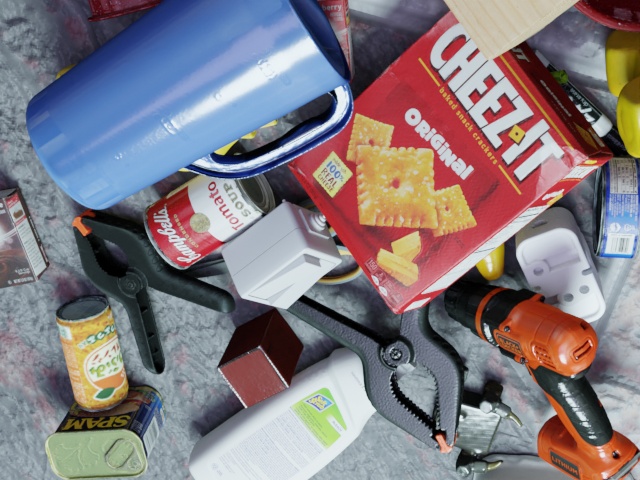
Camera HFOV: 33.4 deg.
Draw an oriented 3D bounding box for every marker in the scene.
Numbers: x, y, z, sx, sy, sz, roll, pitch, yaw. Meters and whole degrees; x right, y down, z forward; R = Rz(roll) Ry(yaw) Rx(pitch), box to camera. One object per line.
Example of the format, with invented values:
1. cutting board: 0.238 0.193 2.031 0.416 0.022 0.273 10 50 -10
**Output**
1. marker: 0.218 -0.114 0.901 0.121 0.020 0.020 41 114 -10

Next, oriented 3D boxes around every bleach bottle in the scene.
1. bleach bottle: -0.008 0.182 1.055 0.251 0.068 0.102 -35 105 20

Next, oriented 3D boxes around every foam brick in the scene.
1. foam brick: -0.057 0.111 1.021 0.051 0.078 0.053 -29 105 21

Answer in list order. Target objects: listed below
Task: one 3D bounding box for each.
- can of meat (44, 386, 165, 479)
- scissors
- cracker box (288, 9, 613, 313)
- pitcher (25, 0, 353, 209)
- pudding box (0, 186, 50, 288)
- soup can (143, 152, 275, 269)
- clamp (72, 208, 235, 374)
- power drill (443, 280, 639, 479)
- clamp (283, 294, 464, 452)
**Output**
1. can of meat: -0.214 0.194 1.082 0.102 0.084 0.057 -6 114 12
2. scissors: -0.057 0.001 1.003 0.202 0.016 0.096 4 114 8
3. cracker box: 0.099 -0.066 0.874 0.214 0.072 0.164 -42 75 28
4. pitcher: -0.101 -0.118 0.846 0.243 0.144 0.149 -29 79 14
5. pudding box: -0.331 0.003 1.037 0.114 0.039 0.090 -11 112 14
6. soup can: -0.100 -0.027 0.968 0.102 0.068 0.068 -30 107 20
7. clamp: -0.176 0.047 1.022 0.171 0.039 0.120 41 108 3
8. power drill: 0.196 0.123 0.947 0.057 0.185 0.187 -38 115 -14
9. clamp: 0.077 0.090 0.968 0.165 0.036 0.210 -35 87 19
